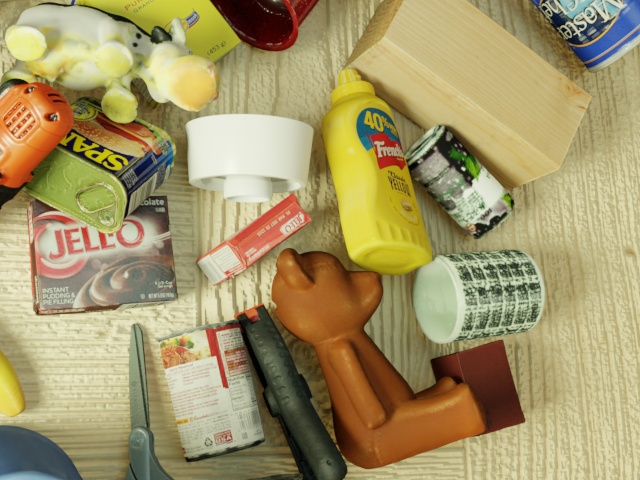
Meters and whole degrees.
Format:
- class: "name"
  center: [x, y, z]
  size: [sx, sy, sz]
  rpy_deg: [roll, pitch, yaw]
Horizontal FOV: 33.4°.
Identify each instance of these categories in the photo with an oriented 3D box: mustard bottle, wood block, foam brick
- class: "mustard bottle"
  center: [0.043, -0.068, 0.950]
  size: [0.096, 0.058, 0.191]
  rpy_deg: [18, 53, -50]
- class: "wood block"
  center: [0.138, -0.149, 1.007]
  size: [0.206, 0.090, 0.090]
  rpy_deg: [34, 67, -14]
- class: "foam brick"
  center: [0.142, 0.135, 0.966]
  size: [0.052, 0.051, 0.078]
  rpy_deg: [-11, 83, -24]

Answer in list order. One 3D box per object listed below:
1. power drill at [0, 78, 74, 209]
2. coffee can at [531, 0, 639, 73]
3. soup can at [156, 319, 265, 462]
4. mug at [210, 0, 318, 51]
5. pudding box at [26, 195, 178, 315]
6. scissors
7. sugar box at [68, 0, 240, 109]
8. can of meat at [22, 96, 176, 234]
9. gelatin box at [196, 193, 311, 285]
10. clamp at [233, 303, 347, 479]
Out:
- class: "power drill"
  center: [-0.295, -0.095, 0.796]
  size: [0.185, 0.057, 0.188]
  rpy_deg: [-41, 85, 15]
- class: "coffee can"
  center: [0.270, -0.256, 1.081]
  size: [0.140, 0.103, 0.102]
  rpy_deg: [48, 65, -7]
- class: "soup can"
  center: [-0.088, 0.121, 0.860]
  size: [0.068, 0.069, 0.102]
  rpy_deg: [-11, 83, -25]
- class: "mug"
  center: [-0.042, -0.237, 0.940]
  size: [0.093, 0.117, 0.081]
  rpy_deg: [20, 59, 24]
- class: "pudding box"
  center: [-0.177, 0.012, 0.862]
  size: [0.113, 0.039, 0.090]
  rpy_deg: [-2, 78, -25]
- class: "scissors"
  center: [-0.125, 0.167, 0.838]
  size: [0.096, 0.016, 0.201]
  rpy_deg: [4, 74, 18]
- class: "sugar box"
  center: [-0.159, -0.211, 0.916]
  size: [0.093, 0.048, 0.176]
  rpy_deg: [-41, 97, -24]
- class: "can of meat"
  center: [-0.176, -0.063, 0.842]
  size: [0.102, 0.057, 0.083]
  rpy_deg: [27, 39, 10]
- class: "gelatin box"
  center: [-0.056, 0.001, 0.889]
  size: [0.073, 0.089, 0.030]
  rpy_deg: [-37, 94, -26]
- class: "clamp"
  center: [-0.023, 0.130, 0.862]
  size: [0.039, 0.120, 0.171]
  rpy_deg: [-24, 83, -18]
